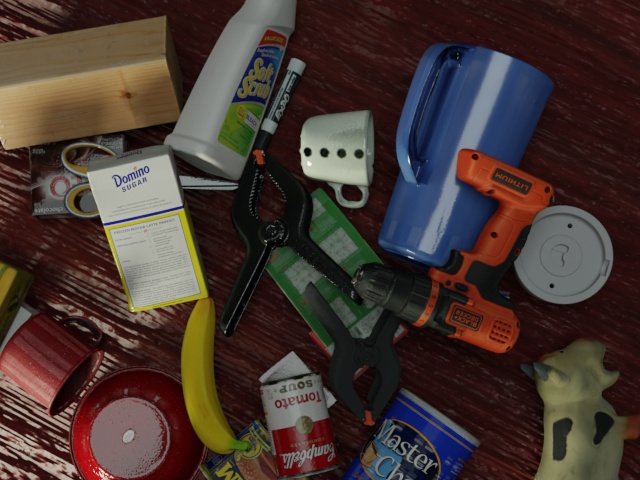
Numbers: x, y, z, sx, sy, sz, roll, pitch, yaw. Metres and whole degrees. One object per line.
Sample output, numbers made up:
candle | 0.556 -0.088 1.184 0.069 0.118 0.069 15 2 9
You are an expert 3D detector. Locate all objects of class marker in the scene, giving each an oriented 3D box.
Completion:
marker | -0.050 -0.155 1.245 0.020 0.020 0.121 23 84 5

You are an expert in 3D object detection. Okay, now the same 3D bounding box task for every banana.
banana | -0.123 0.158 1.178 0.070 0.037 0.198 -31 58 17

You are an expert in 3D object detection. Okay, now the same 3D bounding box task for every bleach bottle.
bleach bottle | -0.089 -0.201 1.211 0.068 0.102 0.251 17 83 30

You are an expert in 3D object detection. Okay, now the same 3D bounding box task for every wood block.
wood block | -0.266 -0.177 1.206 0.206 0.091 0.090 -9 45 1

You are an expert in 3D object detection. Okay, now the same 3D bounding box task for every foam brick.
foam brick | -0.024 0.166 1.184 0.051 0.053 0.078 -42 84 -3

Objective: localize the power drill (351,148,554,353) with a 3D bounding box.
power drill | 0.143 0.005 1.091 0.184 0.057 0.188 22 92 -14

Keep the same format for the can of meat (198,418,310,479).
can of meat | -0.069 0.259 1.172 0.084 0.057 0.102 -40 83 -6

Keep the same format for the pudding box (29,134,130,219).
pudding box | -0.276 -0.073 1.233 0.113 0.039 0.090 -4 82 2

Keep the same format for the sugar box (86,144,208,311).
sugar box | -0.188 -0.013 1.178 0.093 0.048 0.176 -12 112 0

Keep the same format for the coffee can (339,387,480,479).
coffee can | 0.090 0.244 1.143 0.103 0.103 0.140 35 85 6

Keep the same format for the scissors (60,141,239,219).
scissors | -0.201 -0.052 1.207 0.201 0.016 0.096 19 82 -5

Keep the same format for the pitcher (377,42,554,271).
pitcher | 0.146 -0.089 1.169 0.149 0.145 0.243 22 87 2

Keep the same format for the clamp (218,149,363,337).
clamp | -0.058 0.001 1.197 0.164 0.036 0.210 -21 72 6

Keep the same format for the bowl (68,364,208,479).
bowl | -0.206 0.218 1.184 0.162 0.055 0.162 0 82 2

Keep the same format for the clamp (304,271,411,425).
clamp | 0.037 0.113 1.134 0.120 0.039 0.171 5 102 -5

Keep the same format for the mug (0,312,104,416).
mug | -0.294 0.126 1.188 0.081 0.093 0.117 35 53 9

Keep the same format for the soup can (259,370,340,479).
soup can | -0.022 0.193 1.119 0.068 0.068 0.102 -12 83 1
